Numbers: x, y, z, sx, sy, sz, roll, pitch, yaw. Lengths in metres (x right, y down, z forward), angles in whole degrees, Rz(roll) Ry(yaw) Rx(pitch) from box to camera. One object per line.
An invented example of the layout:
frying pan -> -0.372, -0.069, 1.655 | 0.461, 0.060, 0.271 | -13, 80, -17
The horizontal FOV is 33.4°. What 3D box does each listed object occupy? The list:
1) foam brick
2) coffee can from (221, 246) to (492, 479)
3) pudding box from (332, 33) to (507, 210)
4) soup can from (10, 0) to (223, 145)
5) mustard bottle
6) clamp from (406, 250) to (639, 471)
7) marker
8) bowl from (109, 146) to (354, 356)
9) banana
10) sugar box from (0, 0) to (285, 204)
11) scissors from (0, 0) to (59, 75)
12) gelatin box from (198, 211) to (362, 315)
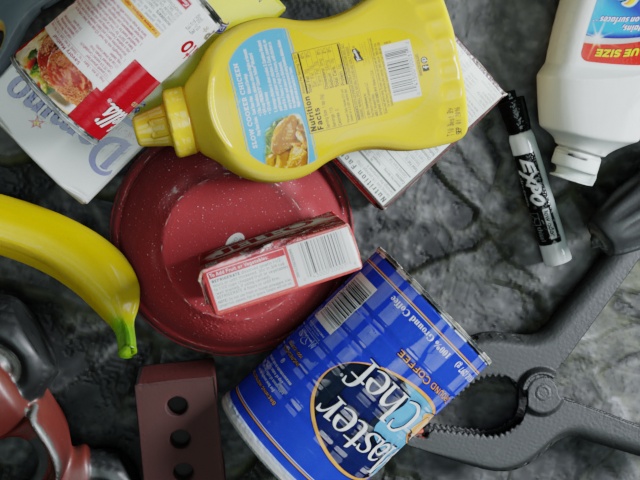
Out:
foam brick -> -0.091, 0.121, 0.693 | 0.053, 0.051, 0.078 | -6, 99, -6
coffee can -> 0.022, 0.089, 0.676 | 0.140, 0.103, 0.102 | -44, 101, 1
pudding box -> 0.048, -0.089, 0.687 | 0.113, 0.039, 0.090 | -42, 101, 2
soup can -> -0.114, -0.113, 0.602 | 0.102, 0.068, 0.068 | -43, 101, 2
mustard bottle -> -0.015, -0.085, 0.628 | 0.191, 0.058, 0.096 | -13, 98, -5
clamp -> 0.149, 0.090, 0.724 | 0.210, 0.036, 0.164 | -10, 89, -2
marker -> 0.143, -0.042, 0.713 | 0.020, 0.020, 0.121 | -19, 99, -4
bowl -> -0.054, 0.001, 0.679 | 0.162, 0.055, 0.162 | -1, 98, -7
banana -> -0.189, 0.003, 0.659 | 0.198, 0.069, 0.037 | 25, 124, 1
sugar box -> -0.116, -0.115, 0.659 | 0.176, 0.048, 0.093 | -45, 100, 0
scissors -> -0.173, -0.162, 0.637 | 0.202, 0.016, 0.096 | -42, 71, 3
gelatin box -> -0.026, 0.011, 0.617 | 0.089, 0.073, 0.030 | -18, 98, -3
